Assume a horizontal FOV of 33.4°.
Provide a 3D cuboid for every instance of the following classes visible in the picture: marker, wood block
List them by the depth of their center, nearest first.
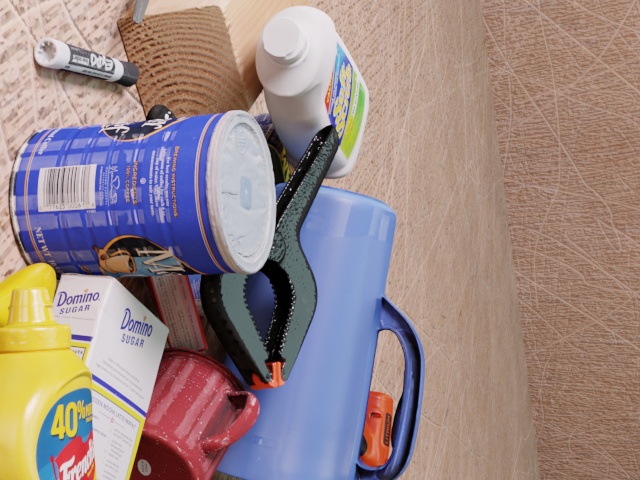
[{"bbox_3d":[-0.160,-0.123,0.748,0.121,0.020,0.020,-4,91,-73],"label":"marker"},{"bbox_3d":[-0.081,-0.186,0.896,0.206,0.090,0.091,-66,147,-55],"label":"wood block"}]

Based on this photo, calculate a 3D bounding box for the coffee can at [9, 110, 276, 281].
[{"bbox_3d":[-0.111,-0.027,0.687,0.102,0.140,0.103,-3,90,-72],"label":"coffee can"}]

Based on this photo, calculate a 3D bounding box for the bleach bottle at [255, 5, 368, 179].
[{"bbox_3d":[-0.010,-0.121,0.870,0.250,0.068,0.102,35,69,-79],"label":"bleach bottle"}]

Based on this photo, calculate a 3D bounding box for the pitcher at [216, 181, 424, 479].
[{"bbox_3d":[-0.002,0.082,0.876,0.149,0.145,0.243,15,85,-31],"label":"pitcher"}]

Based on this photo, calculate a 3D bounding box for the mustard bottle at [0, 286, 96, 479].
[{"bbox_3d":[-0.148,0.120,0.559,0.096,0.058,0.191,17,69,-80],"label":"mustard bottle"}]

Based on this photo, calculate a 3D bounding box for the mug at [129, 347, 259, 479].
[{"bbox_3d":[-0.096,0.135,0.760,0.093,0.117,0.081,65,30,-23],"label":"mug"}]

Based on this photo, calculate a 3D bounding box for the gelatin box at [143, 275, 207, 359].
[{"bbox_3d":[-0.115,0.033,0.801,0.073,0.030,0.089,-126,-159,-60],"label":"gelatin box"}]

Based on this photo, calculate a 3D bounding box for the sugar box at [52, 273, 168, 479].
[{"bbox_3d":[-0.152,0.119,0.672,0.093,0.048,0.176,59,37,-59],"label":"sugar box"}]

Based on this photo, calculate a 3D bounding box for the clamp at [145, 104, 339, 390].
[{"bbox_3d":[-0.055,0.001,0.773,0.164,0.036,0.210,10,74,-34],"label":"clamp"}]
